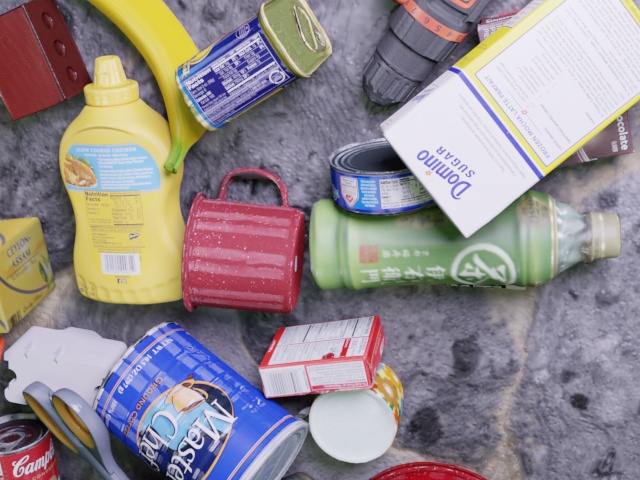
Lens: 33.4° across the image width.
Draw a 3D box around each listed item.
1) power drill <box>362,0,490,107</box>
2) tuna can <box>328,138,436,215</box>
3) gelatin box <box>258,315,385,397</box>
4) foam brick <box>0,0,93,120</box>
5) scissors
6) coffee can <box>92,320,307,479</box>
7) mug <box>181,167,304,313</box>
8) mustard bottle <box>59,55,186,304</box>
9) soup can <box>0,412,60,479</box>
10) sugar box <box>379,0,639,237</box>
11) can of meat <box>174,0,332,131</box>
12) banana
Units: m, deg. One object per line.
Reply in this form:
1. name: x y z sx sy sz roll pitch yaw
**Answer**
1. power drill: 0.031 -0.199 0.720 0.187 0.057 0.185 29 117 -16
2. tuna can: 0.050 -0.047 0.773 0.086 0.086 0.034 -1 112 13
3. gelatin box: 0.003 0.092 0.843 0.089 0.073 0.030 -8 110 14
4. foam brick: -0.219 -0.139 0.814 0.051 0.053 0.078 -17 106 18
5. scissors: -0.162 0.186 0.858 0.202 0.016 0.096 46 148 -3
6. coffee can: -0.096 0.146 0.849 0.140 0.102 0.103 36 115 16
7. mug: -0.055 0.001 0.821 0.081 0.093 0.117 5 75 5
8. mustard bottle: -0.153 -0.047 0.832 0.096 0.058 0.192 2 111 16
9. soup can: -0.267 0.215 0.951 0.068 0.068 0.102 -1 111 12
10. sugar box: 0.134 -0.093 0.700 0.176 0.048 0.093 -38 101 8
11. can of meat: -0.048 -0.127 0.756 0.084 0.102 0.057 -29 103 23
12. banana: -0.133 -0.149 0.787 0.037 0.069 0.198 -27 96 53
